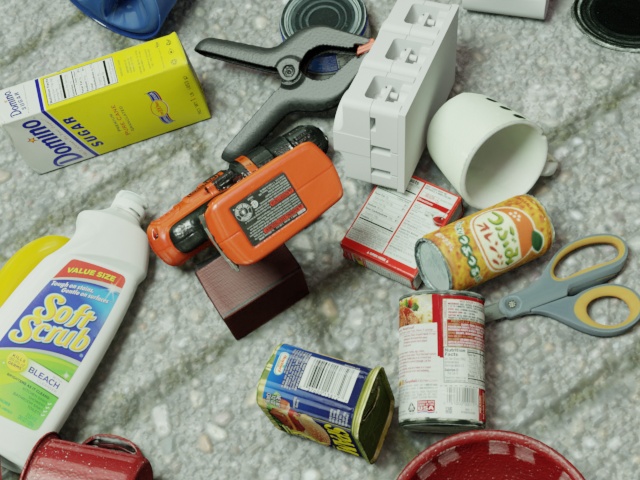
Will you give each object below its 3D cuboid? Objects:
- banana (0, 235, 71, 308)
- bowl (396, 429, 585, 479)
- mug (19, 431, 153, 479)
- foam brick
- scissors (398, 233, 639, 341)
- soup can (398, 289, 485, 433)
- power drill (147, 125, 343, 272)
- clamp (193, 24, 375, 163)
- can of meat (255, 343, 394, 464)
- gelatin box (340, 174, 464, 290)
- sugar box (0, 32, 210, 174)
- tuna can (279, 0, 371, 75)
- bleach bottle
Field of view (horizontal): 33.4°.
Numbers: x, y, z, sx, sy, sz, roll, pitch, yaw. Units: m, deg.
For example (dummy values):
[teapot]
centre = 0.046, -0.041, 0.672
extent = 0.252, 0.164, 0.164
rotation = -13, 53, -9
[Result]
[banana]
centre = -0.265, 0.068, 0.924
extent = 0.070, 0.037, 0.197
rotation = 19, 68, 18
[bowl]
centre = 0.124, 0.222, 0.773
extent = 0.162, 0.055, 0.162
rotation = -4, 63, 7
[mug]
centre = -0.176, 0.194, 0.827
extent = 0.081, 0.093, 0.117
rotation = 9, 29, 8
[foam brick]
centre = -0.057, 0.036, 0.898
extent = 0.078, 0.053, 0.051
rotation = -33, 63, -9
[scissors]
centre = 0.173, 0.065, 0.866
extent = 0.201, 0.016, 0.096
rotation = -31, 64, -6
[soup can]
centre = 0.094, 0.095, 0.826
extent = 0.068, 0.068, 0.102
rotation = -1, 74, 9
[power drill]
centre = -0.047, -0.039, 0.871
extent = 0.184, 0.188, 0.057
rotation = -38, 102, -13
[clamp]
centre = -0.028, -0.138, 0.969
extent = 0.172, 0.039, 0.120
rotation = -8, 88, 14
[can of meat]
centre = 0.005, 0.123, 0.817
extent = 0.084, 0.102, 0.057
rotation = 15, 67, 18
[gelatin box]
centre = 0.070, -0.012, 0.913
extent = 0.073, 0.030, 0.089
rotation = 25, 70, 21
[sugar box]
centre = -0.198, -0.123, 0.977
extent = 0.176, 0.093, 0.048
rotation = -21, 62, -1
[tuna can]
centre = 0.004, -0.202, 1.016
extent = 0.086, 0.034, 0.086
rotation = -4, 63, 7
[bleach bottle]
centre = -0.221, 0.061, 0.891
extent = 0.102, 0.068, 0.250
rotation = 31, 64, -12
